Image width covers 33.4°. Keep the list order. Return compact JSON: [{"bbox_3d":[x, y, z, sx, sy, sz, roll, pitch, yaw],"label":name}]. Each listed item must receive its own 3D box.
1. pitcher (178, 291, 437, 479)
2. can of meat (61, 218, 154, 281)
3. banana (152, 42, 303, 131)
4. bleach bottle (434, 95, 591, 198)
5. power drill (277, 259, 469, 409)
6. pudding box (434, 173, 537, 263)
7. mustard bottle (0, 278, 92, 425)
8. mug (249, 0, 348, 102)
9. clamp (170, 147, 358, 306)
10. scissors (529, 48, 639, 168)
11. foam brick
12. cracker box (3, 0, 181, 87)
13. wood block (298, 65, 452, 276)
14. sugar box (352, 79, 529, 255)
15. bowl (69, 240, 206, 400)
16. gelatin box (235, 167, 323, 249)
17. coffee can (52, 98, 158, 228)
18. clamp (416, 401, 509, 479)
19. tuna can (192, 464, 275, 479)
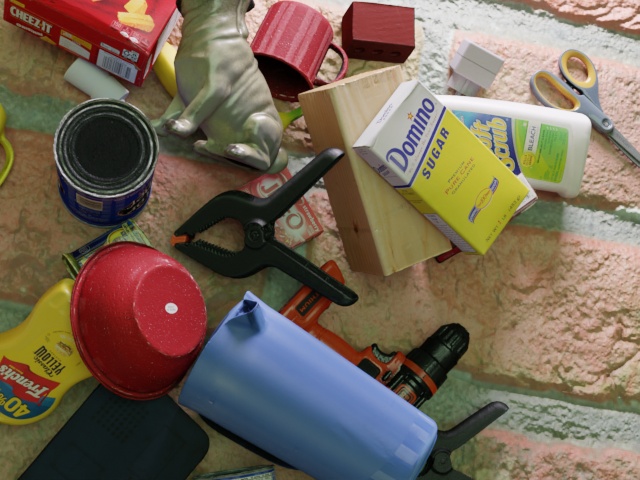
[{"bbox_3d":[-0.014,0.173,1.074,0.243,0.149,0.145,32,86,4],"label":"pitcher"},{"bbox_3d":[-0.211,0.038,1.131,0.083,0.057,0.102,-32,87,-19],"label":"can of meat"},{"bbox_3d":[-0.118,-0.161,1.203,0.197,0.037,0.069,27,59,-6],"label":"banana"},{"bbox_3d":[0.178,-0.114,1.236,0.250,0.068,0.102,6,104,-4],"label":"bleach bottle"},{"bbox_3d":[0.050,0.112,1.169,0.187,0.057,0.184,45,74,0],"label":"power drill"},{"bbox_3d":[0.180,-0.024,1.207,0.113,0.090,0.039,-32,88,-17],"label":"pudding box"},{"bbox_3d":[-0.293,0.130,1.072,0.192,0.058,0.096,-38,110,10],"label":"mustard bottle"},{"bbox_3d":[-0.024,-0.211,1.202,0.117,0.093,0.081,21,70,5],"label":"mug"},{"bbox_3d":[-0.057,0.001,1.132,0.210,0.036,0.164,-11,92,20],"label":"clamp"},{"bbox_3d":[0.350,-0.161,1.308,0.201,0.016,0.096,30,74,-4],"label":"scissors"},{"bbox_3d":[0.067,-0.243,1.248,0.078,0.053,0.051,4,78,-11],"label":"foam brick"},{"bbox_3d":[-0.222,-0.296,1.167,0.164,0.072,0.213,26,61,-6],"label":"cracker box"},{"bbox_3d":[0.058,-0.075,1.159,0.090,0.091,0.206,-21,101,-22],"label":"wood block"},{"bbox_3d":[0.127,-0.074,1.111,0.176,0.048,0.093,41,76,-20],"label":"sugar box"},{"bbox_3d":[-0.164,0.074,1.050,0.161,0.055,0.162,20,63,-45],"label":"bowl"},{"bbox_3d":[-0.050,-0.030,1.191,0.073,0.030,0.089,-28,86,-16],"label":"gelatin box"},{"bbox_3d":[-0.223,-0.077,1.108,0.102,0.140,0.103,2,78,-11],"label":"coffee can"},{"bbox_3d":[0.137,0.250,1.169,0.171,0.039,0.120,-11,77,-7],"label":"clamp"},{"bbox_3d":[-0.087,0.254,1.097,0.086,0.086,0.034,-6,82,-13],"label":"tuna can"}]
